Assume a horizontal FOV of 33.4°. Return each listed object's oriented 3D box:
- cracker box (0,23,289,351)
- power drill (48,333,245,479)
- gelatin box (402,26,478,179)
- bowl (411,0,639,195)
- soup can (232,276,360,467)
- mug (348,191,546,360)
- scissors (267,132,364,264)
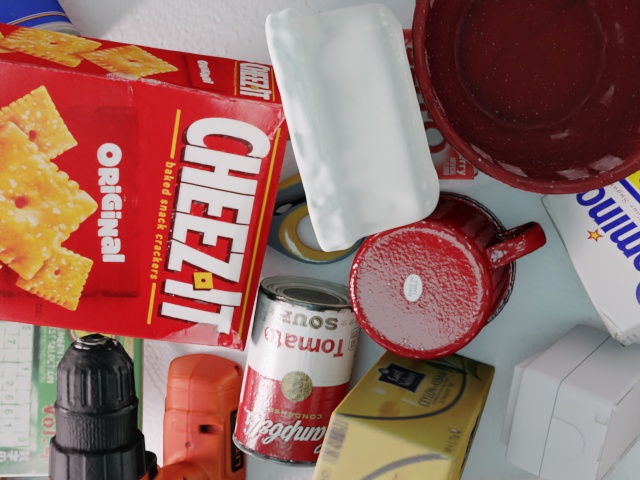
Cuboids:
[{"bbox_3d":[-0.134,-0.030,0.612,0.213,0.072,0.164,8,118,-8],"label":"cracker box"},{"bbox_3d":[-0.101,0.127,0.630,0.057,0.187,0.184,6,102,16],"label":"power drill"},{"bbox_3d":[0.057,-0.081,0.634,0.073,0.030,0.089,1,99,15],"label":"gelatin box"},{"bbox_3d":[0.123,-0.106,0.583,0.162,0.055,0.162,-1,95,-7],"label":"bowl"},{"bbox_3d":[-0.013,0.079,0.660,0.068,0.068,0.102,12,101,13],"label":"soup can"},{"bbox_3d":[0.074,0.018,0.618,0.117,0.081,0.093,-20,93,18],"label":"mug"},{"bbox_3d":[-0.054,0.001,0.687,0.202,0.016,0.096,-34,94,23],"label":"scissors"}]
